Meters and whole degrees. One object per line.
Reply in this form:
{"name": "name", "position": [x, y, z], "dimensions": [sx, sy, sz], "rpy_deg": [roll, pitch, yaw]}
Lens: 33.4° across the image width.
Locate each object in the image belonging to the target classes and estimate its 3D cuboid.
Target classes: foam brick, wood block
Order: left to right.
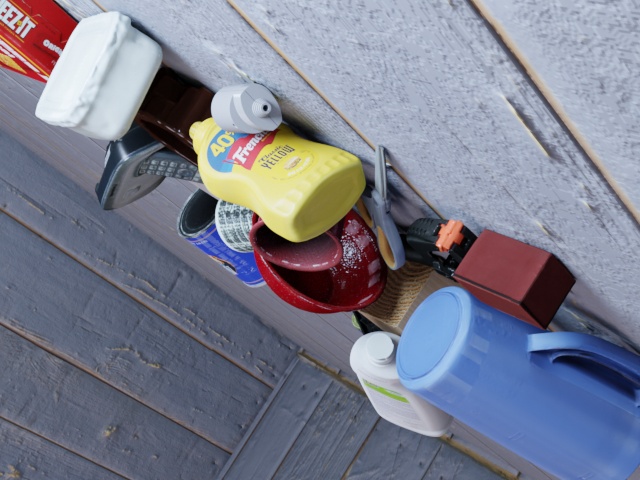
{"name": "wood block", "position": [0.148, 0.099, 1.211], "dimensions": [0.205, 0.091, 0.090], "rpy_deg": [38, 171, -33]}
{"name": "foam brick", "position": [0.165, 0.032, 0.907], "dimensions": [0.078, 0.051, 0.053], "rpy_deg": [24, 169, 47]}

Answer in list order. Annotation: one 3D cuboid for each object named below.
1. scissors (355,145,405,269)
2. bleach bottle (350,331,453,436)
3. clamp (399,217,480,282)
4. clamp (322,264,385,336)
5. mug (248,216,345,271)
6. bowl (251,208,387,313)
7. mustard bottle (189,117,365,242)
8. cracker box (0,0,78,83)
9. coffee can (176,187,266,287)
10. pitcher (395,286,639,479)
{"name": "scissors", "position": [0.048, -0.048, 0.982], "dimensions": [0.096, 0.016, 0.201], "rpy_deg": [56, 169, 37]}
{"name": "bleach bottle", "position": [0.094, 0.158, 1.214], "dimensions": [0.103, 0.068, 0.250], "rpy_deg": [16, 163, 18]}
{"name": "clamp", "position": [0.120, 0.015, 1.016], "dimensions": [0.165, 0.036, 0.210], "rpy_deg": [27, 172, 22]}
{"name": "clamp", "position": [0.026, 0.034, 1.260], "dimensions": [0.120, 0.039, 0.171], "rpy_deg": [59, -174, -35]}
{"name": "mug", "position": [-0.010, -0.033, 1.030], "dimensions": [0.093, 0.081, 0.117], "rpy_deg": [25, 146, -19]}
{"name": "bowl", "position": [-0.011, 0.021, 1.126], "dimensions": [0.162, 0.162, 0.055], "rpy_deg": [34, 131, -6]}
{"name": "mustard bottle", "position": [-0.056, -0.070, 0.985], "dimensions": [0.192, 0.096, 0.058], "rpy_deg": [30, 150, 38]}
{"name": "cracker box", "position": [-0.357, -0.246, 1.183], "dimensions": [0.214, 0.072, 0.164], "rpy_deg": [24, 168, 44]}
{"name": "coffee can", "position": [-0.121, -0.011, 1.535], "dimensions": [0.140, 0.103, 0.103], "rpy_deg": [39, 170, -35]}
{"name": "pitcher", "position": [0.203, 0.136, 1.029], "dimensions": [0.242, 0.149, 0.145], "rpy_deg": [29, -177, -22]}
